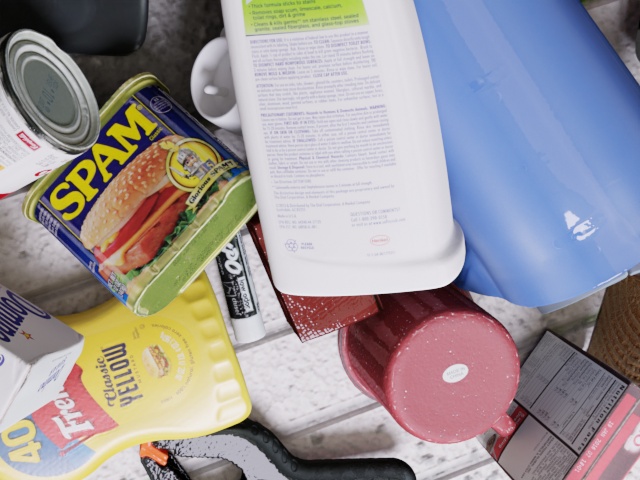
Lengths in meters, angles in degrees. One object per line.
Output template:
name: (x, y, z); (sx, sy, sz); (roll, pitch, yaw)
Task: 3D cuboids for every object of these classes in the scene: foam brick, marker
foam brick: (-0.006, 0.010, 0.614); (0.051, 0.053, 0.078); (-24, 106, -8)
marker: (-0.054, 0.001, 0.617); (0.020, 0.020, 0.121); (-16, 106, -10)

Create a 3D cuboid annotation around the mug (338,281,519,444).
mug: (0.073, 0.077, 0.633); (0.093, 0.081, 0.117); (-44, 109, -1)

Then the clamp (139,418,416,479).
clamp: (-0.038, 0.166, 0.650); (0.171, 0.039, 0.120); (21, 92, -11)

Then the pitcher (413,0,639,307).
pitcher: (0.099, -0.099, 0.576); (0.149, 0.145, 0.242); (-45, 108, -28)

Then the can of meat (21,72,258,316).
can of meat: (-0.091, -0.022, 0.564); (0.084, 0.057, 0.102); (42, 90, 14)

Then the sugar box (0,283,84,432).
sugar box: (-0.206, 0.024, 0.518); (0.176, 0.093, 0.048); (29, 94, 1)

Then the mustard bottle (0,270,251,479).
mustard bottle: (-0.141, 0.085, 0.592); (0.191, 0.058, 0.096); (-19, 89, -8)

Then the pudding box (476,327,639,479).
pudding box: (0.147, 0.111, 0.643); (0.039, 0.113, 0.090); (35, 93, -19)

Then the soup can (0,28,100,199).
soup can: (-0.169, -0.053, 0.530); (0.102, 0.068, 0.068); (-25, 110, 22)

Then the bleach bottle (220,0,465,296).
bleach bottle: (0.007, -0.099, 0.498); (0.102, 0.068, 0.251); (-4, 114, 10)
